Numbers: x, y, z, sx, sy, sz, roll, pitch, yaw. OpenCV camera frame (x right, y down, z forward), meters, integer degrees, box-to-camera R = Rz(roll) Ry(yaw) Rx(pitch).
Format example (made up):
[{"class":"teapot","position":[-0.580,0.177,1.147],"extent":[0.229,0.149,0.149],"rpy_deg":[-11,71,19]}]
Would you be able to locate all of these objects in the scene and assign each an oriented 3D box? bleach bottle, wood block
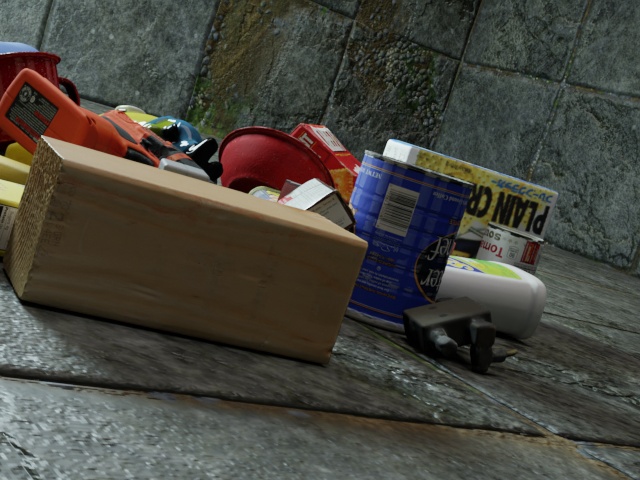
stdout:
[{"class":"bleach bottle","position":[0.098,0.041,1.070],"extent":[0.250,0.068,0.103],"rpy_deg":[12,11,-28]},{"class":"wood block","position":[-0.088,0.008,0.694],"extent":[0.205,0.090,0.091],"rpy_deg":[15,7,-26]}]

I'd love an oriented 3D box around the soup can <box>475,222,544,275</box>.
[{"class":"soup can","position":[0.204,0.038,1.198],"extent":[0.068,0.102,0.068],"rpy_deg":[18,7,-2]}]

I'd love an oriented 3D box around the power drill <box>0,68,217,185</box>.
[{"class":"power drill","position":[-0.178,-0.074,0.937],"extent":[0.185,0.057,0.187],"rpy_deg":[35,5,29]}]

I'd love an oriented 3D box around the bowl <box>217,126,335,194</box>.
[{"class":"bowl","position":[-0.065,-0.064,1.334],"extent":[0.162,0.055,0.162],"rpy_deg":[17,-37,13]}]

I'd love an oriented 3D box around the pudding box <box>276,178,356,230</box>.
[{"class":"pudding box","position":[-0.032,-0.007,0.922],"extent":[0.039,0.113,0.090],"rpy_deg":[57,-3,-15]}]

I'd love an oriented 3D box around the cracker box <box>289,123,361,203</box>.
[{"class":"cracker box","position":[0.045,-0.065,1.440],"extent":[0.214,0.072,0.164],"rpy_deg":[44,10,4]}]

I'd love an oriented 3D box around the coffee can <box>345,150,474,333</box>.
[{"class":"coffee can","position":[0.067,0.001,0.953],"extent":[0.103,0.140,0.103],"rpy_deg":[17,6,-2]}]

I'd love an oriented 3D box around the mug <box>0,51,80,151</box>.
[{"class":"mug","position":[-0.287,-0.134,1.050],"extent":[0.093,0.081,0.117],"rpy_deg":[-9,-1,39]}]
